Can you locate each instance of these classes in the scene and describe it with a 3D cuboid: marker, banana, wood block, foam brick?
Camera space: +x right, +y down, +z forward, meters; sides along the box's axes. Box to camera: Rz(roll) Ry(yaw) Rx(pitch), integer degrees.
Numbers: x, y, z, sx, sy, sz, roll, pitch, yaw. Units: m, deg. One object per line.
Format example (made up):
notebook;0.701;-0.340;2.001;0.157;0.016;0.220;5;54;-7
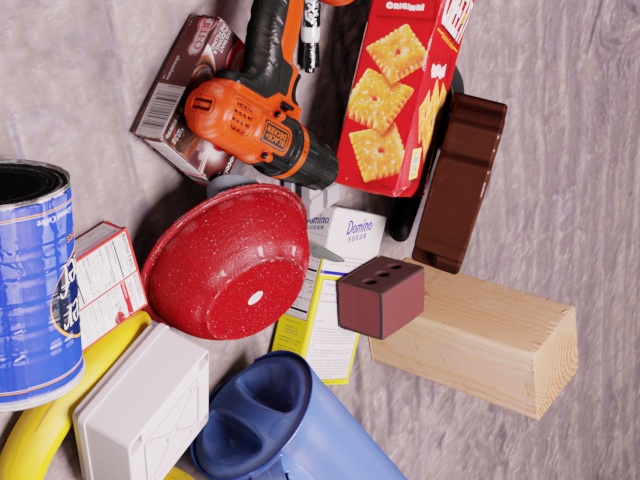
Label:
marker;-0.008;-0.209;0.946;0.020;0.020;0.121;-22;121;-47
banana;-0.198;0.131;0.825;0.197;0.037;0.069;-60;164;-14
wood block;0.158;0.100;1.133;0.090;0.206;0.090;-41;134;-36
foam brick;0.060;0.055;1.040;0.078;0.053;0.051;-29;124;-48

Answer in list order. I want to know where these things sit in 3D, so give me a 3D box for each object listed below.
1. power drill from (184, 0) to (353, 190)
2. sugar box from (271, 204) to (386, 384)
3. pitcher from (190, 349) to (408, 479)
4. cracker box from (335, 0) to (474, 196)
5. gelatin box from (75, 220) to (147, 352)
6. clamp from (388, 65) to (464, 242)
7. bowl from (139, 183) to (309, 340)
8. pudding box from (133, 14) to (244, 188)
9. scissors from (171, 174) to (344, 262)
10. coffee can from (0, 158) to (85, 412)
power drill;-0.020;-0.143;0.864;0.184;0.057;0.187;24;81;-57
sugar box;0.006;0.053;1.053;0.093;0.048;0.176;10;92;-54
pitcher;0.004;0.228;0.982;0.242;0.145;0.149;48;54;-32
cracker box;0.082;-0.148;1.002;0.164;0.072;0.214;-6;111;-76
gelatin box;-0.179;0.038;0.814;0.089;0.030;0.073;-39;131;-38
clamp;0.116;-0.110;1.137;0.164;0.036;0.210;-42;136;-35
bowl;-0.066;0.031;0.881;0.162;0.055;0.162;-25;144;-20
pudding box;-0.092;-0.110;0.859;0.090;0.039;0.113;41;71;-52
scissors;-0.056;0.001;0.934;0.096;0.016;0.201;-28;148;10
coffee can;-0.211;0.028;0.703;0.102;0.103;0.140;-23;121;-47
